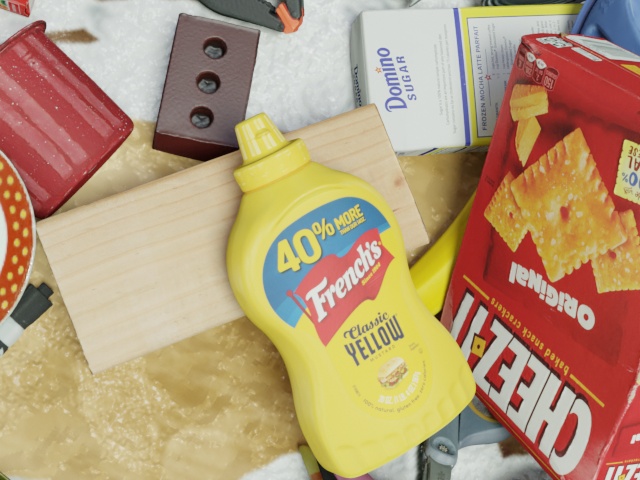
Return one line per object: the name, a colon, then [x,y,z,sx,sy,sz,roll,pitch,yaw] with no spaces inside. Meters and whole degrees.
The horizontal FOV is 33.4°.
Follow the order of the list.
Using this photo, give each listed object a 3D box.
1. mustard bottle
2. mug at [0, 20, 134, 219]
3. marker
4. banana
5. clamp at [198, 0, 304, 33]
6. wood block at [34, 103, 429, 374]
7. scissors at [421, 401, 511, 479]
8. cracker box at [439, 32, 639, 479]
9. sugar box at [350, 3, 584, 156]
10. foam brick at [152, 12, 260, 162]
mustard bottle: [0.004,0.022,0.568,0.096,0.058,0.191,-29,100,-19]
mug: [-0.172,-0.059,0.627,0.081,0.093,0.117,44,108,-9]
marker: [-0.204,0.071,0.633,0.020,0.020,0.121,44,77,-4]
banana: [0.098,-0.018,0.675,0.069,0.037,0.198,19,108,-34]
clamp: [-0.061,-0.209,0.670,0.171,0.039,0.120,43,112,-7]
wood block: [-0.054,0.000,0.636,0.206,0.091,0.090,-21,88,-13]
scissors: [0.085,0.123,0.611,0.096,0.202,0.016,16,117,-14]
cracker box: [0.149,0.012,0.589,0.072,0.164,0.214,-1,118,-27]
sugar box: [0.110,-0.105,0.705,0.176,0.048,0.093,-4,87,-9]
foam brick: [-0.072,-0.092,0.663,0.053,0.051,0.078,11,82,-10]
